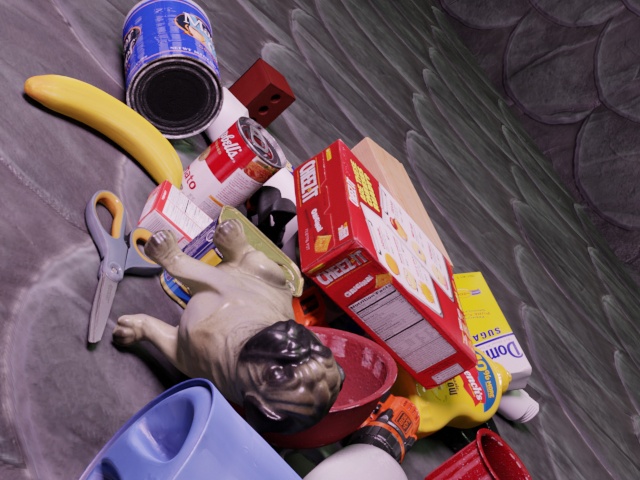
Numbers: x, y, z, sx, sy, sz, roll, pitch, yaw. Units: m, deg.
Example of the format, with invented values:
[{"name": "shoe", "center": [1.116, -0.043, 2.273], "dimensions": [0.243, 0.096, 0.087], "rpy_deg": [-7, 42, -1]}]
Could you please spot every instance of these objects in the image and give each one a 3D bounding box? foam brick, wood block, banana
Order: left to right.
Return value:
[{"name": "banana", "center": [-0.199, -0.108, 1.034], "dimensions": [0.197, 0.037, 0.069], "rpy_deg": [38, 22, -29]}, {"name": "foam brick", "center": [-0.080, -0.181, 1.362], "dimensions": [0.052, 0.078, 0.051], "rpy_deg": [28, 27, -45]}, {"name": "wood block", "center": [0.085, -0.026, 1.411], "dimensions": [0.090, 0.091, 0.206], "rpy_deg": [33, 25, -41]}]

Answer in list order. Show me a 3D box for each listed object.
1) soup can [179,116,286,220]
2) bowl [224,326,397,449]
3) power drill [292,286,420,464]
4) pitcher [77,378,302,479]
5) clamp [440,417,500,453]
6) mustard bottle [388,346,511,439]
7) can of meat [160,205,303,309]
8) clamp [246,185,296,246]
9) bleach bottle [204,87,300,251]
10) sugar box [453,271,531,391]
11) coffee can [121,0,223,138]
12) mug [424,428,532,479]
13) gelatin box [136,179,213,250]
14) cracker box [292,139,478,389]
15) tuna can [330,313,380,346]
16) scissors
[{"name": "soup can", "center": [-0.094, -0.068, 1.088], "dimensions": [0.068, 0.102, 0.068], "rpy_deg": [42, 21, -21]}, {"name": "bowl", "center": [-0.018, 0.128, 0.890], "dimensions": [0.162, 0.055, 0.162], "rpy_deg": [1, 19, -1]}, {"name": "power drill", "center": [0.013, 0.140, 1.008], "dimensions": [0.187, 0.057, 0.184], "rpy_deg": [53, 18, 3]}, {"name": "pitcher", "center": [-0.037, 0.206, 0.679], "dimensions": [0.242, 0.145, 0.149], "rpy_deg": [47, 59, -19]}, {"name": "clamp", "center": [0.153, 0.182, 1.246], "dimensions": [0.210, 0.036, 0.164], "rpy_deg": [51, 29, 1]}, {"name": "mustard bottle", "center": [0.146, 0.160, 1.171], "dimensions": [0.191, 0.058, 0.096], "rpy_deg": [0, 62, -44]}, {"name": "can of meat", "center": [-0.080, 0.034, 0.958], "dimensions": [0.102, 0.084, 0.057], "rpy_deg": [43, 20, -16]}, {"name": "clamp", "center": [-0.057, 0.001, 1.090], "dimensions": [0.039, 0.120, 0.171], "rpy_deg": [16, 10, -11]}, {"name": "bleach bottle", "center": [-0.075, -0.092, 1.227], "dimensions": [0.251, 0.068, 0.102], "rpy_deg": [52, 8, 12]}, {"name": "sugar box", "center": [0.197, 0.119, 1.392], "dimensions": [0.093, 0.048, 0.176], "rpy_deg": [-6, 43, -19]}, {"name": "coffee can", "center": [-0.163, -0.191, 1.166], "dimensions": [0.102, 0.103, 0.140], "rpy_deg": [36, 24, -34]}, {"name": "mug", "center": [0.157, 0.255, 1.063], "dimensions": [0.093, 0.082, 0.117], "rpy_deg": [46, 20, -9]}, {"name": "gelatin box", "center": [-0.128, -0.007, 1.012], "dimensions": [0.089, 0.030, 0.073], "rpy_deg": [43, 19, -17]}, {"name": "cracker box", "center": [0.062, 0.027, 1.071], "dimensions": [0.213, 0.072, 0.164], "rpy_deg": [44, 23, -32]}, {"name": "tuna can", "center": [0.055, 0.092, 1.174], "dimensions": [0.086, 0.034, 0.086], "rpy_deg": [21, 23, -10]}, {"name": "scissors", "center": [-0.160, 0.032, 0.892], "dimensions": [0.096, 0.016, 0.202], "rpy_deg": [34, 25, -36]}]
